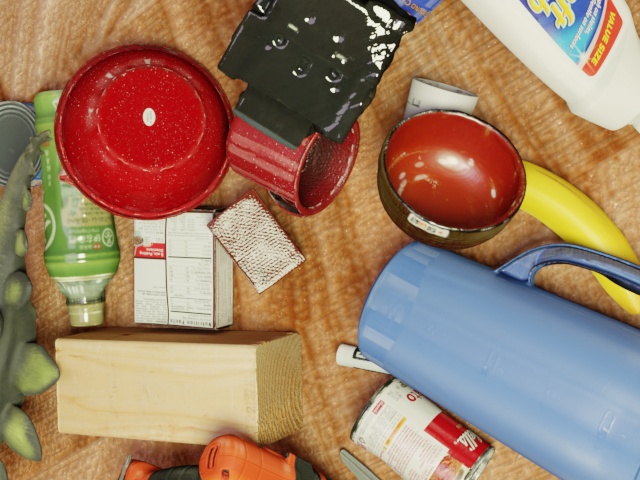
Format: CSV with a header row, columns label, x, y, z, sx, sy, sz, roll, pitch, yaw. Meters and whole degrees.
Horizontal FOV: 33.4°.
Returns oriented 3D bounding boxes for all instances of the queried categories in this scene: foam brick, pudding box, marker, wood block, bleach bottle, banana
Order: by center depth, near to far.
label,x,y,z,sx,sy,sz,roll,pitch,yaw
bleach bottle,0.176,-0.176,0.786,0.250,0.068,0.102,43,79,-10
banana,0.181,-0.017,0.845,0.198,0.037,0.070,31,123,21
marker,0.072,0.109,0.911,0.121,0.020,0.020,10,98,24
foam brick,-0.056,0.001,0.925,0.053,0.051,0.078,-36,93,-3
wood block,-0.127,0.129,0.965,0.206,0.090,0.090,0,93,25
pudding box,-0.127,0.024,0.985,0.090,0.039,0.113,3,96,23

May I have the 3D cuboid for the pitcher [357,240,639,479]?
label,x,y,z,sx,sy,sz,roll,pitch,yaw
pitcher,0.158,0.085,0.816,0.243,0.149,0.145,27,145,24

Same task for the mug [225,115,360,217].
label,x,y,z,sx,sy,sz,roll,pitch,yaw
mug,-0.025,-0.071,0.912,0.082,0.093,0.117,27,141,25

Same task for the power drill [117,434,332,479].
label,x,y,z,sx,sy,sz,roll,pitch,yaw
power drill,-0.074,0.225,0.931,0.188,0.184,0.057,-19,48,38

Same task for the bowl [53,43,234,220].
label,x,y,z,sx,sy,sz,roll,pitch,yaw
bowl,-0.149,-0.100,0.928,0.162,0.055,0.162,2,83,-14

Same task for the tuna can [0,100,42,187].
label,x,y,z,sx,sy,sz,roll,pitch,yaw
tuna can,-0.297,-0.095,1.057,0.086,0.033,0.086,2,95,24

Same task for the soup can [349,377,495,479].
label,x,y,z,sx,sy,sz,roll,pitch,yaw
soup can,0.084,0.169,0.884,0.102,0.068,0.068,35,107,19
